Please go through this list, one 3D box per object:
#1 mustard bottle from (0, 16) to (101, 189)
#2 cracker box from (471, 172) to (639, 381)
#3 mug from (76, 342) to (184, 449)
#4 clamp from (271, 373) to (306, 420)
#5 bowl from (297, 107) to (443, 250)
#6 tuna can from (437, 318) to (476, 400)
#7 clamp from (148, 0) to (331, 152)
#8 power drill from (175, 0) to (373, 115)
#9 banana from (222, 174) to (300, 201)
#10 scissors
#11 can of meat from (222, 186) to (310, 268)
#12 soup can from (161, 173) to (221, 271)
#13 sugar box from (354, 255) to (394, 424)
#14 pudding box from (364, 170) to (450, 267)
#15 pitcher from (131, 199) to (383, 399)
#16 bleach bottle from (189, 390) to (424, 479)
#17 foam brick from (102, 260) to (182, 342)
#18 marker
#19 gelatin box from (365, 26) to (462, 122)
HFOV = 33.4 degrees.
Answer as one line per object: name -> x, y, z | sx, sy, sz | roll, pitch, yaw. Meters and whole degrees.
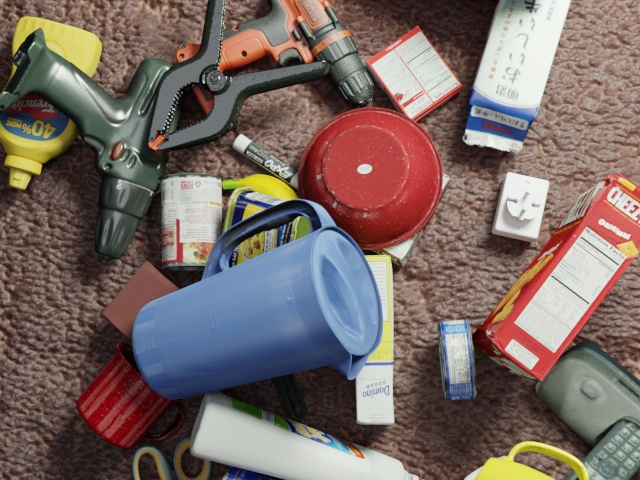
mustard bottle -> -0.320, -0.151, 1.215 | 0.096, 0.058, 0.191 | 15, 85, -2
cracker box -> 0.251, 0.040, 1.108 | 0.072, 0.164, 0.213 | 37, 87, 4
mug -> -0.202, 0.178, 1.166 | 0.117, 0.093, 0.081 | 40, 93, -30
clamp -> -0.053, 0.116, 1.171 | 0.172, 0.039, 0.120 | 38, 118, 20
bowl -> 0.051, -0.073, 1.149 | 0.162, 0.055, 0.162 | -1, 80, 8
tuna can -> 0.146, 0.128, 1.144 | 0.034, 0.086, 0.086 | -5, 84, 4
clamp -> -0.117, -0.183, 1.158 | 0.210, 0.036, 0.164 | -40, 87, -1
power drill -> -0.054, -0.198, 1.207 | 0.187, 0.057, 0.184 | -30, 83, -2
banana -> -0.033, -0.001, 1.196 | 0.070, 0.037, 0.198 | -36, 80, 25
scissors -> -0.134, 0.304, 1.174 | 0.096, 0.016, 0.202 | -34, 99, -21
can of meat -> -0.058, 0.001, 1.155 | 0.084, 0.057, 0.102 | 17, 104, 22
soup can -> -0.143, -0.019, 1.185 | 0.068, 0.068, 0.102 | -2, 83, 3
sugar box -> 0.056, 0.107, 1.148 | 0.048, 0.093, 0.176 | 1, 84, 4
pudding box -> 0.080, -0.040, 1.190 | 0.090, 0.039, 0.113 | 29, 84, 9
pitcher -> -0.070, 0.072, 1.082 | 0.243, 0.149, 0.145 | -19, 121, 27
bleach bottle -> -0.011, 0.230, 1.142 | 0.250, 0.102, 0.068 | 19, 90, -7
foam brick -> -0.195, 0.070, 1.187 | 0.051, 0.053, 0.078 | 39, 86, 6
marker -> -0.046, -0.080, 1.211 | 0.121, 0.020, 0.020 | 34, 87, 6
gelatin box -> 0.105, -0.185, 1.208 | 0.073, 0.030, 0.089 | -35, 83, -2
